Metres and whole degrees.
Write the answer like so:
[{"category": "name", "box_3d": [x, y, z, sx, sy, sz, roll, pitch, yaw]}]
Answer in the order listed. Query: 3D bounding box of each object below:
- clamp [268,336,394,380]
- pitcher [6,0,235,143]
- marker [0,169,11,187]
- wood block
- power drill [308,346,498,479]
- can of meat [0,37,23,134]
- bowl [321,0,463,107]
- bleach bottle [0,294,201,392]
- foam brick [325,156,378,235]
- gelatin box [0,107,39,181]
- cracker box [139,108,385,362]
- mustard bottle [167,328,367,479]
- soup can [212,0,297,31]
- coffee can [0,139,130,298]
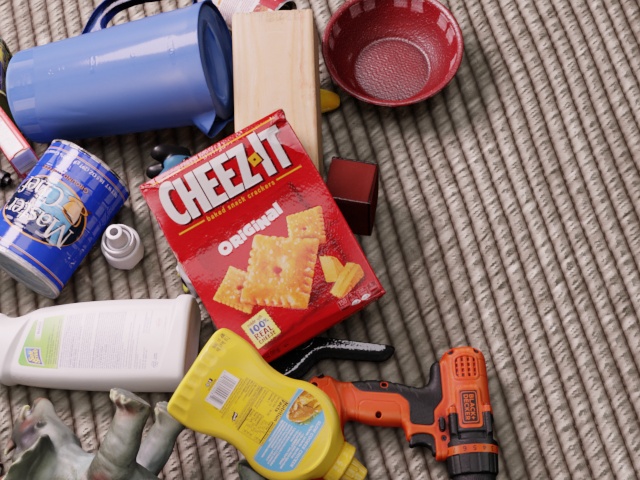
[{"category": "clamp", "box_3d": [-0.019, 0.090, 1.118, 0.171, 0.039, 0.120, -15, 65, -3]}, {"category": "pitcher", "box_3d": [-0.219, -0.189, 1.187, 0.243, 0.145, 0.149, -8, 35, 13]}, {"category": "marker", "box_3d": [-0.408, -0.092, 1.232, 0.121, 0.020, 0.020, 25, 70, 14]}, {"category": "wood block", "box_3d": [-0.045, -0.137, 1.163, 0.090, 0.091, 0.206, -2, 82, 3]}, {"category": "power drill", "box_3d": [0.081, 0.199, 1.057, 0.187, 0.057, 0.184, -2, 66, 1]}, {"category": "can of meat", "box_3d": [-0.378, -0.176, 1.223, 0.057, 0.102, 0.084, -8, 64, -1]}, {"category": "bowl", "box_3d": [0.083, -0.212, 1.234, 0.162, 0.055, 0.162, -1, 66, 3]}, {"category": "bleach bottle", "box_3d": [-0.256, 0.105, 1.115, 0.251, 0.068, 0.102, 2, 66, 7]}, {"category": "foam brick", "box_3d": [0.034, -0.048, 1.154, 0.051, 0.078, 0.053, 9, 65, 7]}, {"category": "gelatin box", "box_3d": [-0.341, -0.101, 1.194, 0.030, 0.089, 0.073, -36, 69, -11]}, {"category": "cracker box", "box_3d": [-0.057, 0.001, 1.061, 0.164, 0.072, 0.214, -30, 91, -4]}, {"category": "mustard bottle", "box_3d": [-0.040, 0.170, 0.998, 0.191, 0.058, 0.096, 33, 86, 0]}, {"category": "soup can", "box_3d": [-0.088, -0.275, 1.266, 0.102, 0.068, 0.068, 31, 72, 16]}, {"category": "coffee can", "box_3d": [-0.287, -0.023, 1.149, 0.103, 0.103, 0.140, 28, 71, 14]}]
